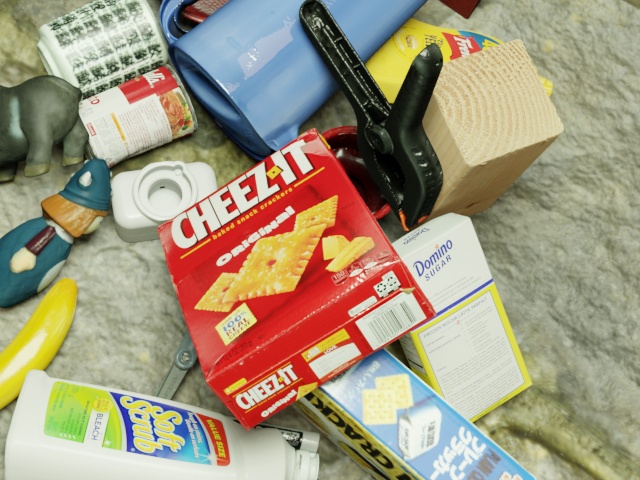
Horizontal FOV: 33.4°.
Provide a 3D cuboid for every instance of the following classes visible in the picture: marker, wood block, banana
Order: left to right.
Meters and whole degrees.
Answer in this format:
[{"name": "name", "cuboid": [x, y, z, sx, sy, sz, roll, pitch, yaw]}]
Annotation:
[{"name": "banana", "cuboid": [-0.282, 0.109, 0.920, 0.197, 0.037, 0.069, -34, 82, -16]}, {"name": "marker", "cuboid": [-0.061, 0.168, 0.945, 0.121, 0.020, 0.020, 12, 73, -5]}, {"name": "wood block", "cuboid": [0.124, -0.083, 0.946, 0.090, 0.206, 0.090, -20, 78, -14]}]

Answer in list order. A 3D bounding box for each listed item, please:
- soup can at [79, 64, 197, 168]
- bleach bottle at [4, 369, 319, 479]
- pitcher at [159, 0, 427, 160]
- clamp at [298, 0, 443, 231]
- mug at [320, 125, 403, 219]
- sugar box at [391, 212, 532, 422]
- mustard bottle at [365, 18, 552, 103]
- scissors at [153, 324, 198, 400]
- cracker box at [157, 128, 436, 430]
[{"name": "soup can", "cuboid": [-0.173, -0.111, 0.983, 0.102, 0.068, 0.068, -26, 80, -14]}, {"name": "bleach bottle", "cuboid": [-0.127, 0.172, 0.890, 0.250, 0.068, 0.102, 8, 34, -6]}, {"name": "pitcher", "cuboid": [-0.016, -0.203, 0.961, 0.242, 0.145, 0.149, -43, 127, -10]}, {"name": "clamp", "cuboid": [0.062, -0.093, 0.871, 0.036, 0.165, 0.210, -34, 123, -19]}, {"name": "mug", "cuboid": [0.020, -0.037, 0.983, 0.093, 0.081, 0.117, 16, 72, -4]}, {"name": "sugar box", "cuboid": [0.115, 0.073, 0.945, 0.093, 0.048, 0.176, -29, 108, -16]}, {"name": "mustard bottle", "cuboid": [0.134, -0.166, 1.047, 0.191, 0.058, 0.096, 11, 53, -6]}, {"name": "scissors", "cuboid": [-0.098, 0.101, 0.940, 0.096, 0.016, 0.202, 14, 85, 2]}, {"name": "cracker box", "cuboid": [-0.029, 0.020, 0.832, 0.164, 0.072, 0.214, -32, 37, 2]}]
